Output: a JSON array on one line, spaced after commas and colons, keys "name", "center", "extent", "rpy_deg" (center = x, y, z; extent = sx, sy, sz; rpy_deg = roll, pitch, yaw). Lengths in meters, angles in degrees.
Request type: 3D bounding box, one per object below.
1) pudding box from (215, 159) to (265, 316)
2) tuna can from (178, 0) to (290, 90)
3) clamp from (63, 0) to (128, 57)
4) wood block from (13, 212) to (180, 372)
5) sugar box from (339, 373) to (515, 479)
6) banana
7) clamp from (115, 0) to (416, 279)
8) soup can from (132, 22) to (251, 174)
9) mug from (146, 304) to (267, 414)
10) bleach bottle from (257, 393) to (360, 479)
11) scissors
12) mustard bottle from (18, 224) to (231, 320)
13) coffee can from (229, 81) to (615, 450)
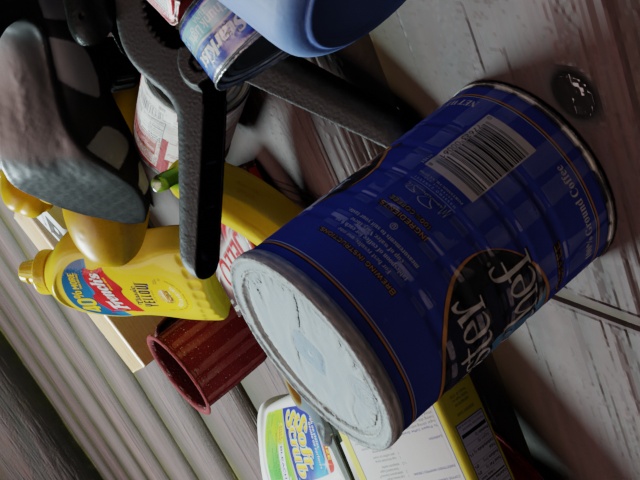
[{"name": "pudding box", "center": [-0.055, 0.001, 0.789], "extent": [0.090, 0.039, 0.114], "rpy_deg": [62, 160, 5]}, {"name": "tuna can", "center": [-0.024, -0.110, 0.505], "extent": [0.034, 0.086, 0.086], "rpy_deg": [54, 159, 1]}, {"name": "clamp", "center": [-0.149, -0.186, 0.638], "extent": [0.120, 0.039, 0.171], "rpy_deg": [-106, -8, -78]}, {"name": "wood block", "center": [-0.215, 0.025, 1.099], "extent": [0.206, 0.090, 0.090], "rpy_deg": [53, 160, -2]}, {"name": "sugar box", "center": [0.070, 0.143, 0.680], "extent": [0.094, 0.048, 0.176], "rpy_deg": [-23, 93, 43]}, {"name": "banana", "center": [-0.031, -0.002, 0.699], "extent": [0.197, 0.069, 0.037], "rpy_deg": [33, 127, -26]}, {"name": "clamp", "center": [-0.062, -0.090, 0.593], "extent": [0.165, 0.036, 0.210], "rpy_deg": [-38, 83, 28]}, {"name": "soup can", "center": [-0.084, -0.088, 0.685], "extent": [0.068, 0.068, 0.102], "rpy_deg": [50, 158, 6]}, {"name": "mug", "center": [-0.111, 0.099, 1.016], "extent": [0.117, 0.081, 0.093], "rpy_deg": [29, 149, 45]}, {"name": "bleach bottle", "center": [0.012, 0.152, 0.848], "extent": [0.251, 0.068, 0.102], "rpy_deg": [133, 134, -65]}, {"name": "scissors", "center": [0.004, 0.114, 0.748], "extent": [0.202, 0.016, 0.096], "rpy_deg": [-127, 31, -55]}, {"name": "mustard bottle", "center": [-0.177, 0.028, 0.937], "extent": [0.192, 0.058, 0.096], "rpy_deg": [1, 141, 17]}, {"name": "coffee can", "center": [0.045, 0.009, 0.475], "extent": [0.103, 0.140, 0.103], "rpy_deg": [43, 157, 23]}]
